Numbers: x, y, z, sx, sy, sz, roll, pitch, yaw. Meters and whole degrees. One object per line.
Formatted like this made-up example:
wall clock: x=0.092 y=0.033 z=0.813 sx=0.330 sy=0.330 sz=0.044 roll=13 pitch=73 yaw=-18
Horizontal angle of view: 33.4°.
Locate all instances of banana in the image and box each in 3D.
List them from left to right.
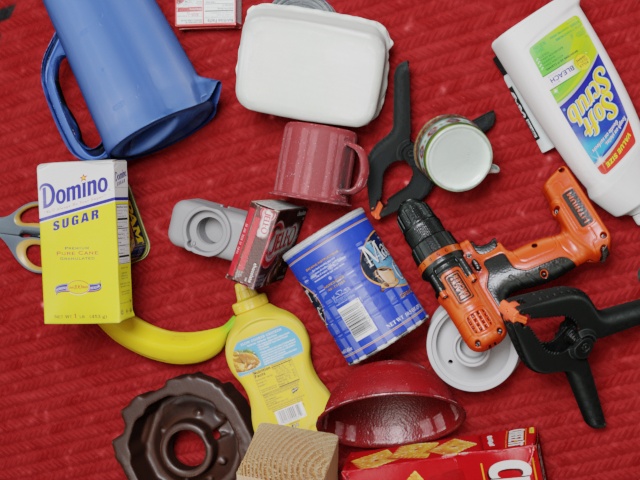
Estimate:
banana: x=-0.194 y=0.105 z=1.254 sx=0.198 sy=0.037 sz=0.069 roll=11 pitch=71 yaw=10

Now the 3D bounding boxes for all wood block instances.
wood block: x=-0.033 y=0.311 z=1.164 sx=0.091 sy=0.090 sz=0.206 roll=7 pitch=121 yaw=13

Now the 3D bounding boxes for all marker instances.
marker: x=0.218 y=-0.151 z=1.142 sx=0.020 sy=0.020 sz=0.121 roll=-28 pitch=88 yaw=14

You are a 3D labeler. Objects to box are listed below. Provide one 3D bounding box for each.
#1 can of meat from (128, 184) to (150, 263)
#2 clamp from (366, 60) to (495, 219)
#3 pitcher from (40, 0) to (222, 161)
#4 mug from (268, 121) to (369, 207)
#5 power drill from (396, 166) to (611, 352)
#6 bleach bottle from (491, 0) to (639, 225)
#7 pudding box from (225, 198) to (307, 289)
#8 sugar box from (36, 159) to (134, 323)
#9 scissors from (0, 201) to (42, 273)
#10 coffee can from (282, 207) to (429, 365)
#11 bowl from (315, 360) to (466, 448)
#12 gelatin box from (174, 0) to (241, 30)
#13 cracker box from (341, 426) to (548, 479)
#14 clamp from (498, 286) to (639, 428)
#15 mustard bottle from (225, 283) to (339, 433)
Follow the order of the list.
can of meat: x=-0.248 y=-0.018 z=1.230 sx=0.057 sy=0.084 sz=0.102 roll=-19 pitch=90 yaw=14
clamp: x=0.094 y=-0.107 z=1.164 sx=0.120 sy=0.039 sz=0.171 roll=40 pitch=99 yaw=5
pitcher: x=-0.234 y=-0.214 z=1.190 sx=0.243 sy=0.149 sz=0.145 roll=63 pitch=147 yaw=6
mug: x=0.004 y=-0.082 z=1.158 sx=0.117 sy=0.093 sz=0.081 roll=11 pitch=93 yaw=42
power drill: x=0.192 y=0.000 z=1.120 sx=0.187 sy=0.057 sz=0.184 roll=-30 pitch=70 yaw=3
bleach bottle: x=0.285 y=-0.127 z=1.105 sx=0.102 sy=0.068 sz=0.251 roll=-34 pitch=91 yaw=-6
pudding box: x=-0.058 y=0.002 z=1.171 sx=0.039 sy=0.113 sz=0.090 roll=22 pitch=99 yaw=11
sugar box: x=-0.257 y=0.001 z=1.165 sx=0.093 sy=0.048 sz=0.176 roll=-2 pitch=95 yaw=13
scissors: x=-0.396 y=-0.002 z=1.301 sx=0.202 sy=0.016 sz=0.096 roll=-7 pitch=93 yaw=14
coffee can: x=0.038 y=0.050 z=1.158 sx=0.103 sy=0.102 sz=0.140 roll=-32 pitch=87 yaw=13
bowl: x=0.074 y=0.172 z=1.154 sx=0.162 sy=0.162 sz=0.055 roll=-11 pitch=59 yaw=14
gelatin box: x=-0.127 y=-0.284 z=1.208 sx=0.073 sy=0.030 sz=0.089 roll=1 pitch=95 yaw=12
cracker box: x=0.145 y=0.304 z=1.165 sx=0.214 sy=0.072 sz=0.164 roll=-11 pitch=97 yaw=14
clamp: x=0.260 y=0.111 z=1.093 sx=0.209 sy=0.036 sz=0.165 roll=15 pitch=105 yaw=-30
mustard bottle: x=-0.054 y=0.136 z=1.209 sx=0.096 sy=0.058 sz=0.191 roll=-22 pitch=89 yaw=4
